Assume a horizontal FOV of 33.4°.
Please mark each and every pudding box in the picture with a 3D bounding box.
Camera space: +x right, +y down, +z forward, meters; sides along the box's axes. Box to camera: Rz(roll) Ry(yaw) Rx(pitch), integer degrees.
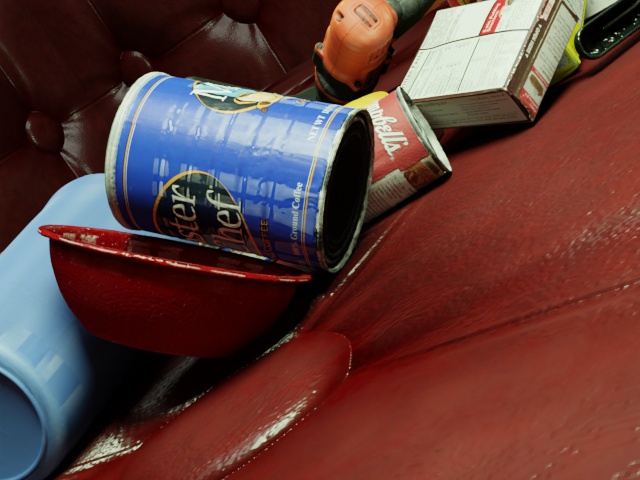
[{"bbox_3d":[0.113,-0.125,0.749,0.114,0.039,0.090,1,59,52],"label":"pudding box"}]

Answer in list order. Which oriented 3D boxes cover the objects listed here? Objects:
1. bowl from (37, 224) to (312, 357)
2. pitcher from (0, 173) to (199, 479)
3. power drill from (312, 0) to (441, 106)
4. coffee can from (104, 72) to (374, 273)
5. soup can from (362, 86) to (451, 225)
[{"bbox_3d":[-0.089,0.032,0.627,0.162,0.055,0.162,11,3,-1],"label":"bowl"},{"bbox_3d":[-0.180,0.065,0.725,0.145,0.149,0.242,-14,20,18],"label":"pitcher"},{"bbox_3d":[0.072,-0.183,0.864,0.187,0.057,0.184,-44,-4,-13],"label":"power drill"},{"bbox_3d":[-0.048,-0.043,0.665,0.140,0.103,0.102,12,29,16],"label":"coffee can"},{"bbox_3d":[0.029,-0.050,0.732,0.102,0.068,0.068,-31,11,14],"label":"soup can"}]
